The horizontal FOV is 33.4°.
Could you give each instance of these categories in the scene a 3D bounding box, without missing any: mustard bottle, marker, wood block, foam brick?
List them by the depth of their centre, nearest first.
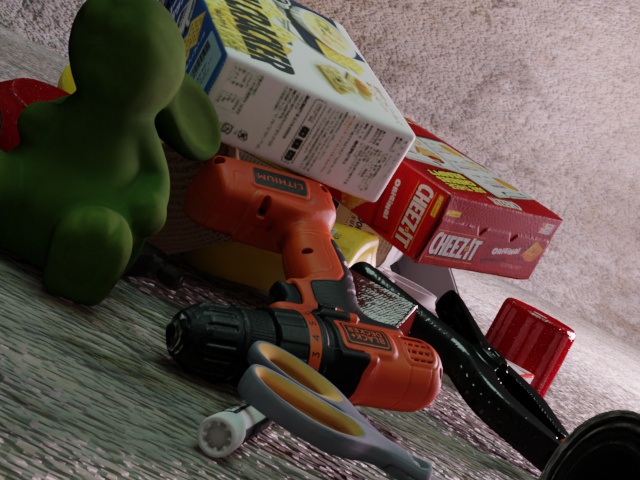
[{"bbox_3d":[-0.033,0.087,0.530,0.020,0.020,0.121,28,6,11],"label":"marker"},{"bbox_3d":[0.021,0.059,0.765,0.078,0.053,0.051,30,41,19],"label":"foam brick"},{"bbox_3d":[-0.115,-0.080,0.863,0.090,0.091,0.206,-12,30,-1],"label":"wood block"},{"bbox_3d":[-0.056,0.002,0.877,0.192,0.058,0.096,17,31,19],"label":"mustard bottle"}]

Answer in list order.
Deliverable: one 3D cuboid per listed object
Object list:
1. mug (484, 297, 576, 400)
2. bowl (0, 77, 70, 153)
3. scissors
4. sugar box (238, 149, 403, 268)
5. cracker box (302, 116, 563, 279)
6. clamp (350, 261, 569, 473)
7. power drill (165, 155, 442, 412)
[{"bbox_3d":[0.208,0.109,1.109,0.093,0.081,0.117,26,6,-8],"label":"mug"},{"bbox_3d":[-0.215,-0.081,0.846,0.162,0.055,0.162,32,17,-11],"label":"bowl"},{"bbox_3d":[0.034,0.107,0.561,0.201,0.016,0.096,32,8,-28],"label":"scissors"},{"bbox_3d":[-0.002,-0.034,0.991,0.176,0.048,0.093,31,12,12],"label":"sugar box"},{"bbox_3d":[0.079,-0.050,0.941,0.163,0.072,0.214,8,24,-44],"label":"cracker box"},{"bbox_3d":[0.123,0.097,0.825,0.210,0.036,0.164,46,17,25],"label":"clamp"},{"bbox_3d":[-0.028,0.026,0.668,0.184,0.057,0.188,16,33,-34],"label":"power drill"}]
